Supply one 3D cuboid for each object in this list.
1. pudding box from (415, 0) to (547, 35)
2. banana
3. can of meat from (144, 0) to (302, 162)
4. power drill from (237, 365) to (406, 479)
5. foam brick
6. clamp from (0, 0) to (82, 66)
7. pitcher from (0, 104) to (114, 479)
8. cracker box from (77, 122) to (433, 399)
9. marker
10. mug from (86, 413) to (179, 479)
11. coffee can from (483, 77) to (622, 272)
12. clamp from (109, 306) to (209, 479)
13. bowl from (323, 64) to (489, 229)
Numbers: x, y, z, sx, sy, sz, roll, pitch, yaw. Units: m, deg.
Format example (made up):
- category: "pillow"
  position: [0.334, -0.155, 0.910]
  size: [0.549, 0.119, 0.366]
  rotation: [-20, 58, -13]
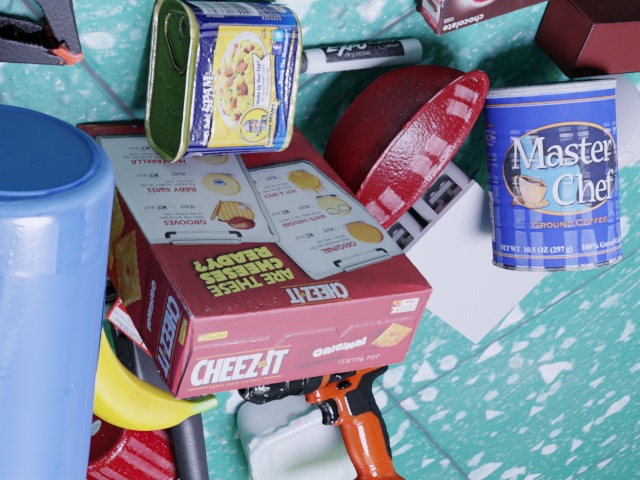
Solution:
- category: "pudding box"
  position: [0.124, -0.200, 0.736]
  size: [0.113, 0.039, 0.090]
  rotation: [-19, 142, -15]
- category: "banana"
  position: [-0.143, 0.081, 0.728]
  size: [0.069, 0.037, 0.197]
  rotation: [-47, 137, -13]
- category: "can of meat"
  position: [-0.062, -0.105, 0.691]
  size: [0.083, 0.058, 0.102]
  rotation: [-6, 116, -32]
- category: "power drill"
  position: [0.012, 0.174, 0.975]
  size: [0.184, 0.057, 0.187]
  rotation: [-15, 98, -40]
- category: "foam brick"
  position: [0.217, -0.163, 0.829]
  size: [0.078, 0.053, 0.051]
  rotation: [-8, 138, -26]
- category: "clamp"
  position: [-0.204, -0.143, 0.585]
  size: [0.120, 0.039, 0.171]
  rotation: [-26, 142, 13]
- category: "pitcher"
  position: [-0.173, 0.053, 0.567]
  size: [0.144, 0.149, 0.243]
  rotation: [2, 122, -23]
- category: "cracker box"
  position: [-0.055, 0.001, 0.700]
  size: [0.163, 0.214, 0.072]
  rotation: [-6, 129, -29]
- category: "marker"
  position: [0.017, -0.130, 0.761]
  size: [0.120, 0.020, 0.020]
  rotation: [-10, 139, -25]
- category: "mug"
  position: [-0.186, 0.177, 0.937]
  size: [0.117, 0.093, 0.081]
  rotation: [-4, 148, 28]
- category: "coffee can"
  position: [0.182, -0.053, 0.838]
  size: [0.102, 0.103, 0.140]
  rotation: [-9, 99, -26]
- category: "clamp"
  position: [-0.115, 0.127, 0.901]
  size: [0.209, 0.036, 0.164]
  rotation: [48, 56, -47]
- category: "bowl"
  position: [0.053, -0.074, 0.792]
  size: [0.162, 0.055, 0.162]
  rotation: [-44, 163, -17]
